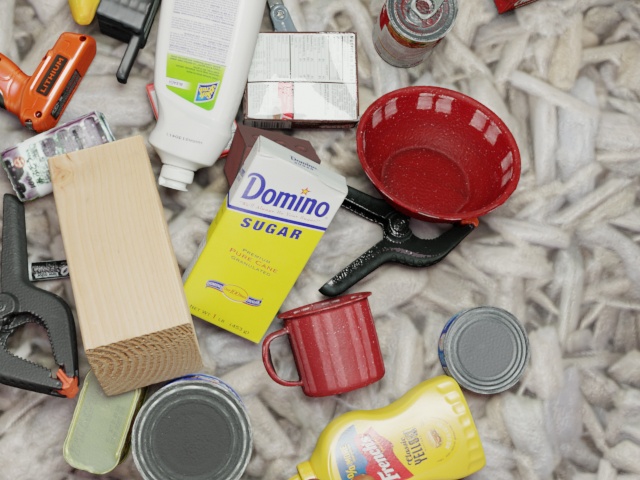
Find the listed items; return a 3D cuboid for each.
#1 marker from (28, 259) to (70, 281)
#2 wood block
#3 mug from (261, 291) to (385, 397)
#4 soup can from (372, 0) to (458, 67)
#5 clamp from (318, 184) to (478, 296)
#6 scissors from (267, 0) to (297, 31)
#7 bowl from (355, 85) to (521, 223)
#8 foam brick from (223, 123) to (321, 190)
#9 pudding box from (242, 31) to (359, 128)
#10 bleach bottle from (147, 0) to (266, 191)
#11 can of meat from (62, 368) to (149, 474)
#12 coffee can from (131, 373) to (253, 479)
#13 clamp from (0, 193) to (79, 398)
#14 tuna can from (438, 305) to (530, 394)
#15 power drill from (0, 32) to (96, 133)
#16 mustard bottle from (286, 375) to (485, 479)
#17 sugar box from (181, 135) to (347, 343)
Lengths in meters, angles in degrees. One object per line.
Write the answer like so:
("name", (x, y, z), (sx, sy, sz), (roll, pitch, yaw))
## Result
("marker", (-0.231, 0.026, 1.025), (0.121, 0.020, 0.020), (-5, 85, -6))
("wood block", (-0.175, 0.020, 0.952), (0.090, 0.090, 0.206), (-16, 57, -7))
("mug", (0.003, 0.102, 1.004), (0.117, 0.093, 0.081), (-15, 91, -16))
("soup can", (0.090, -0.211, 1.034), (0.068, 0.102, 0.068), (0, 85, -5))
("clamp", (0.066, -0.019, 1.047), (0.171, 0.039, 0.120), (-13, 85, -14))
("scissors", (-0.053, -0.208, 1.064), (0.096, 0.016, 0.202), (-34, 89, -7))
("bowl", (0.108, -0.072, 1.029), (0.162, 0.055, 0.162), (5, 56, -8))
("foam brick", (-0.046, -0.071, 1.017), (0.078, 0.053, 0.051), (11, 114, -21))
("pudding box", (-0.019, -0.156, 1.035), (0.113, 0.039, 0.090), (0, 85, -6))
("bleach bottle", (-0.115, -0.172, 0.995), (0.103, 0.068, 0.251), (15, 92, 12))
("can of meat", (-0.197, 0.161, 0.984), (0.057, 0.084, 0.102), (17, 83, -4))
("coffee can", (-0.114, 0.174, 0.962), (0.102, 0.140, 0.103), (0, 85, -5))
("clamp", (-0.297, 0.070, 0.965), (0.164, 0.036, 0.210), (-34, 67, -15))
("tuna can", (0.160, 0.107, 1.047), (0.086, 0.034, 0.086), (0, 85, -5))
("power drill", (-0.314, -0.201, 1.020), (0.187, 0.057, 0.184), (27, 87, 0))
("mustard bottle", (0.054, 0.205, 1.016), (0.191, 0.058, 0.096), (-21, 91, -6))
("sugar box", (-0.057, 0.001, 0.990), (0.093, 0.048, 0.176), (25, 112, -14))
